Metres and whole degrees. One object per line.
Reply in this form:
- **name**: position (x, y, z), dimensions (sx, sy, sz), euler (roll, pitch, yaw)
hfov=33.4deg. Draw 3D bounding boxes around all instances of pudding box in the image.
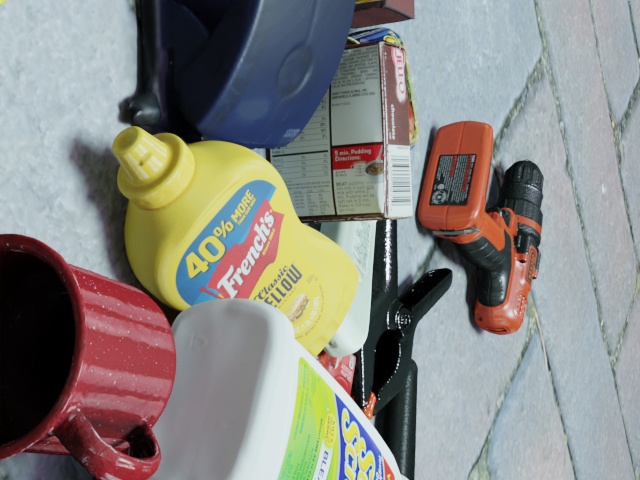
- **pudding box**: position (0.011, -0.068, 0.693), dimensions (0.039, 0.090, 0.113), euler (-1, 89, -59)

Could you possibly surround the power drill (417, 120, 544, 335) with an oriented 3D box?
- **power drill**: position (0.157, -0.029, 0.979), dimensions (0.187, 0.057, 0.184), euler (46, 49, -49)

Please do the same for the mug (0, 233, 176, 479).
- **mug**: position (-0.108, 0.058, 0.459), dimensions (0.093, 0.117, 0.081), euler (-50, 152, 6)

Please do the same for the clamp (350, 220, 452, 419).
- **clamp**: position (0.046, 0.049, 0.799), dimensions (0.120, 0.039, 0.171), euler (52, 46, -30)

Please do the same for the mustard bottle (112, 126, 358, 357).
- **mustard bottle**: position (-0.054, 0.001, 0.595), dimensions (0.096, 0.058, 0.191), euler (-49, 136, -9)

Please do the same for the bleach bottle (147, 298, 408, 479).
- **bleach bottle**: position (0.001, 0.127, 0.578), dimensions (0.250, 0.068, 0.102), euler (46, 49, -52)
